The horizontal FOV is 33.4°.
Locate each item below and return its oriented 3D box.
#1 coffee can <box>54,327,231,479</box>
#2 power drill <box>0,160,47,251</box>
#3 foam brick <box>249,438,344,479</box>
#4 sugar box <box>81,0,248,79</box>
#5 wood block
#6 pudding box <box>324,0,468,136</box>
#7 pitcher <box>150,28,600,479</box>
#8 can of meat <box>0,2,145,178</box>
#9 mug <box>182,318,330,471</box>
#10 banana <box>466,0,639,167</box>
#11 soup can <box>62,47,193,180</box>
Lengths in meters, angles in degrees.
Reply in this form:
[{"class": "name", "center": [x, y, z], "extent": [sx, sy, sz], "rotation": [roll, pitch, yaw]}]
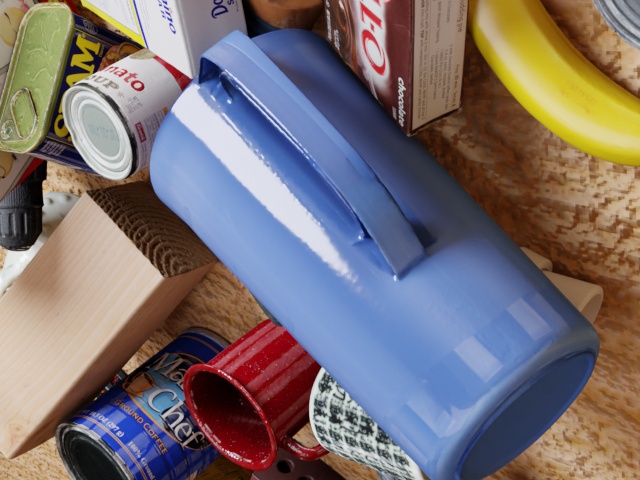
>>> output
[{"class": "coffee can", "center": [-0.129, 0.151, 0.874], "extent": [0.103, 0.140, 0.103], "rotation": [27, 136, 30]}, {"class": "power drill", "center": [-0.285, -0.086, 0.879], "extent": [0.188, 0.057, 0.184], "rotation": [3, 94, 45]}, {"class": "foam brick", "center": [-0.016, 0.212, 0.875], "extent": [0.078, 0.052, 0.051], "rotation": [35, 139, 21]}, {"class": "sugar box", "center": [-0.104, -0.167, 0.635], "extent": [0.176, 0.048, 0.093], "rotation": [36, 144, 48]}, {"class": "wood block", "center": [-0.188, 0.061, 0.829], "extent": [0.091, 0.090, 0.206], "rotation": [45, 110, 9]}, {"class": "pudding box", "center": [0.035, -0.123, 0.529], "extent": [0.090, 0.039, 0.113], "rotation": [56, 165, 36]}, {"class": "pitcher", "center": [0.024, 0.003, 0.556], "extent": [0.243, 0.148, 0.145], "rotation": [47, 124, 28]}, {"class": "can of meat", "center": [-0.163, -0.098, 0.726], "extent": [0.058, 0.083, 0.102], "rotation": [9, 84, 41]}, {"class": "mug", "center": [-0.033, 0.116, 0.793], "extent": [0.117, 0.081, 0.093], "rotation": [33, 138, 25]}, {"class": "banana", "center": [0.109, -0.101, 0.514], "extent": [0.198, 0.037, 0.070], "rotation": [47, 123, 5]}, {"class": "soup can", "center": [-0.107, -0.090, 0.691], "extent": [0.069, 0.102, 0.068], "rotation": [28, 136, 30]}]
